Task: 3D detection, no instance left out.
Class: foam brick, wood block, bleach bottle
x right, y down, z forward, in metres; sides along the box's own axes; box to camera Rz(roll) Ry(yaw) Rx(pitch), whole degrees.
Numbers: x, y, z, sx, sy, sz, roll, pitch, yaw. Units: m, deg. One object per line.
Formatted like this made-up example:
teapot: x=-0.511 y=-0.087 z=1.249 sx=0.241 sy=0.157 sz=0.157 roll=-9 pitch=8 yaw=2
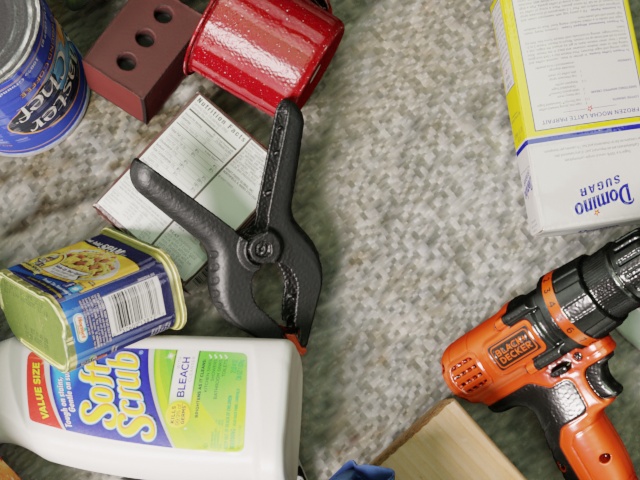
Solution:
foam brick: x=-0.122 y=-0.132 z=0.752 sx=0.053 sy=0.051 sz=0.078 roll=32 pitch=74 yaw=3
wood block: x=0.117 y=0.207 z=0.676 sx=0.091 sy=0.090 sz=0.206 roll=-41 pitch=83 yaw=-6
bleach bottle: x=-0.140 y=0.113 z=0.700 sx=0.251 sy=0.068 sz=0.102 roll=-1 pitch=65 yaw=8

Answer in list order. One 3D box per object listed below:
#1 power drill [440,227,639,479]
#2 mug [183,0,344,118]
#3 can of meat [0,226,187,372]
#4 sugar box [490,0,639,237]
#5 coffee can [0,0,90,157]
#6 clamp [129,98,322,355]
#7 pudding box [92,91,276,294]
power drill: x=0.189 y=0.103 z=0.671 sx=0.185 sy=0.057 sz=0.188 roll=-39 pitch=82 yaw=37
mug: x=-0.032 y=-0.143 z=0.747 sx=0.081 sy=0.093 sz=0.117 roll=31 pitch=53 yaw=1
can of meat: x=-0.150 y=0.037 z=0.689 sx=0.083 sy=0.102 sz=0.057 roll=-23 pitch=116 yaw=-34
sugar box: x=0.181 y=-0.094 z=0.752 sx=0.093 sy=0.048 sz=0.176 roll=-7 pitch=84 yaw=-1
coffee can: x=-0.219 y=-0.122 z=0.712 sx=0.103 sy=0.140 sz=0.103 roll=0 pitch=80 yaw=0
clamp: x=-0.055 y=0.001 z=0.706 sx=0.120 sy=0.039 sz=0.171 roll=-14 pitch=102 yaw=-13
pudding box: x=-0.088 y=-0.034 z=0.747 sx=0.090 sy=0.039 sz=0.113 roll=41 pitch=81 yaw=7
